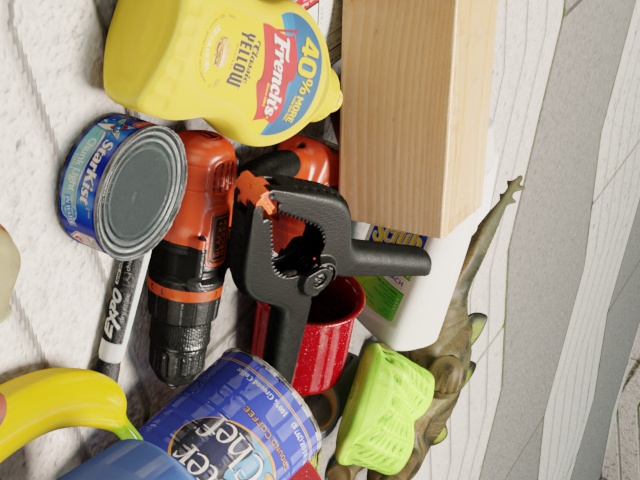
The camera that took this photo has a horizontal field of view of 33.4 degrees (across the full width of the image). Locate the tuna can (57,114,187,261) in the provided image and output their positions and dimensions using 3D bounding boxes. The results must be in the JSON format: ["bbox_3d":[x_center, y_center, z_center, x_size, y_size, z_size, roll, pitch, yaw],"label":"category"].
[{"bbox_3d":[-0.120,-0.033,0.650,0.086,0.034,0.086,-45,146,-43],"label":"tuna can"}]

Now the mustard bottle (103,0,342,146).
[{"bbox_3d":[-0.046,-0.110,0.675,0.191,0.058,0.096,12,97,-54],"label":"mustard bottle"}]

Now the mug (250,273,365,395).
[{"bbox_3d":[-0.016,0.067,0.896,0.117,0.093,0.081,-99,-165,-55],"label":"mug"}]

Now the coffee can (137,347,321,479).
[{"bbox_3d":[-0.083,0.160,0.762,0.140,0.103,0.103,-41,145,-28],"label":"coffee can"}]

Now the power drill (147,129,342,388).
[{"bbox_3d":[-0.055,0.001,0.782,0.187,0.057,0.184,-25,130,-57],"label":"power drill"}]

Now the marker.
[{"bbox_3d":[-0.132,0.049,0.706,0.020,0.020,0.121,-5,113,-63],"label":"marker"}]

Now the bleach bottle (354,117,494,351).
[{"bbox_3d":[0.091,-0.030,0.931,0.067,0.103,0.251,-9,128,-34],"label":"bleach bottle"}]

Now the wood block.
[{"bbox_3d":[0.073,-0.118,0.799,0.090,0.091,0.206,-35,132,-54],"label":"wood block"}]

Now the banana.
[{"bbox_3d":[-0.175,0.116,0.624,0.197,0.037,0.069,-16,85,-55],"label":"banana"}]

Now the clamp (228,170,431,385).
[{"bbox_3d":[-0.015,0.027,0.751,0.164,0.036,0.209,-46,142,-1],"label":"clamp"}]
